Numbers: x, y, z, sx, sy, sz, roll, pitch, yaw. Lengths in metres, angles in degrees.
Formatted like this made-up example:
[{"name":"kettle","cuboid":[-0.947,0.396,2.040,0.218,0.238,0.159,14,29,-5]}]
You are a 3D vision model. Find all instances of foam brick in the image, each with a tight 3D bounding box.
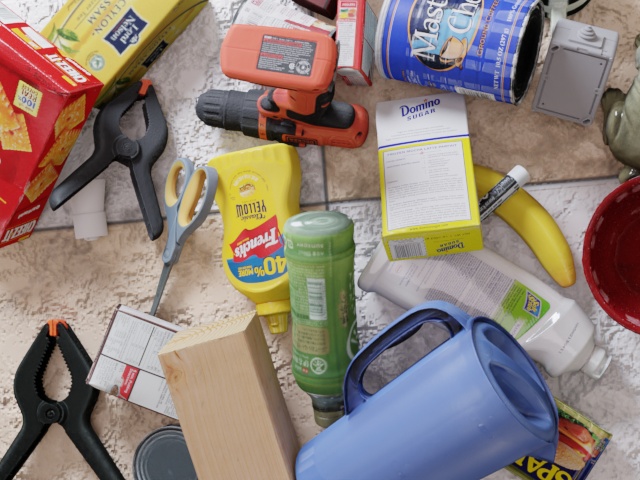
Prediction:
[{"name":"foam brick","cuboid":[0.004,-0.278,1.107,0.051,0.053,0.078,26,91,10]}]

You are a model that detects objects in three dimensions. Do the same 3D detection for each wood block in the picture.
[{"name":"wood block","cuboid":[-0.081,0.187,1.064,0.091,0.090,0.206,-16,98,8]}]

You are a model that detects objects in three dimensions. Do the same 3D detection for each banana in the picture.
[{"name":"banana","cuboid":[0.181,-0.028,1.076,0.198,0.037,0.070,30,99,9]}]

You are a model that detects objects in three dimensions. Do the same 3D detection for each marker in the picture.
[{"name":"marker","cuboid":[0.155,-0.028,1.039,0.121,0.020,0.020,-41,82,-11]}]

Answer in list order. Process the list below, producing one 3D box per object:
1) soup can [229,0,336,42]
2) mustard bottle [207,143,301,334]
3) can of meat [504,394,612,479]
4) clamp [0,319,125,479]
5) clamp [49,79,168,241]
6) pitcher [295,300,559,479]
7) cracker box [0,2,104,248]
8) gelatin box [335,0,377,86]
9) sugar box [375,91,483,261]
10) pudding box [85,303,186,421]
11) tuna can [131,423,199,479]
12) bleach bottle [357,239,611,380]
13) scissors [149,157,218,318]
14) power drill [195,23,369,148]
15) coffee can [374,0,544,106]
[{"name":"soup can","cuboid":[-0.037,-0.205,1.104,0.102,0.068,0.068,23,92,10]},{"name":"mustard bottle","cuboid":[-0.057,0.001,1.104,0.096,0.058,0.191,-10,87,18]},{"name":"can of meat","cuboid":[0.223,0.199,1.050,0.102,0.057,0.084,32,91,10]},{"name":"clamp","cuboid":[-0.294,0.192,1.149,0.164,0.036,0.210,-8,85,4]},{"name":"clamp","cuboid":[-0.217,-0.090,1.125,0.120,0.039,0.171,10,74,-24]},{"name":"pitcher","cuboid":[0.089,0.179,1.016,0.243,0.144,0.149,-37,47,23]},{"name":"cracker box","cuboid":[-0.344,-0.121,1.118,0.164,0.072,0.214,38,117,9]},{"name":"gelatin box","cuboid":[0.035,-0.200,1.080,0.030,0.089,0.073,4,88,11]},{"name":"sugar box","cuboid":[0.104,-0.065,1.042,0.093,0.048,0.176,-7,50,10]},{"name":"pudding box","cuboid":[-0.178,0.128,1.121,0.113,0.039,0.090,22,91,-7]},{"name":"tuna can","cuboid":[-0.153,0.237,1.126,0.086,0.033,0.086,0,88,10]},{"name":"bleach bottle","cuboid":[0.168,0.067,1.062,0.251,0.068,0.102,32,93,7]},{"name":"scissors","cuboid":[-0.163,-0.002,1.139,0.202,0.016,0.096,-60,42,25]},{"name":"power drill","cuboid":[-0.046,-0.147,1.045,0.184,0.187,0.057,7,77,7]},{"name":"coffee can","cuboid":[0.136,-0.196,1.044,0.140,0.102,0.103,15,91,20]}]
